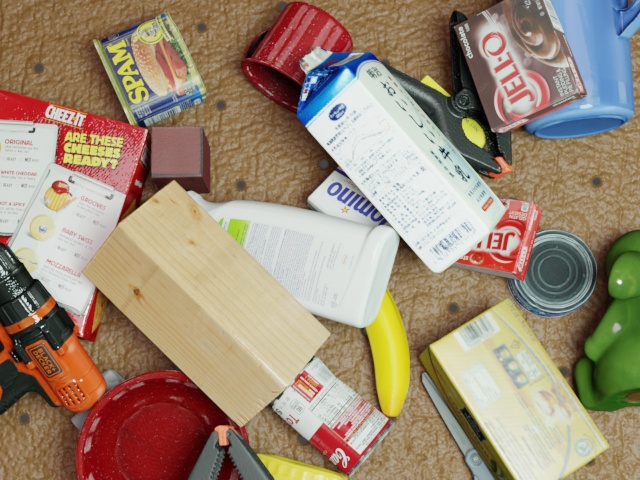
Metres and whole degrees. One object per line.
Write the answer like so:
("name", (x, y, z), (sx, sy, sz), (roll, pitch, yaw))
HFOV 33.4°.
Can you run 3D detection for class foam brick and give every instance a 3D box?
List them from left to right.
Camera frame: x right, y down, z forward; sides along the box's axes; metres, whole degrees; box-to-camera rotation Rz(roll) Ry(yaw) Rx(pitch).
("foam brick", (-0.138, -0.079, 1.063), (0.053, 0.078, 0.051), (-1, 80, -2))

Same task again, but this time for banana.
("banana", (0.044, 0.075, 1.056), (0.070, 0.037, 0.198), (-35, 79, 15))

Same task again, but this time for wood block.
("wood block", (-0.105, 0.059, 0.987), (0.206, 0.091, 0.090), (45, 41, -1))

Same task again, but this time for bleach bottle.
("bleach bottle", (-0.057, 0.001, 1.035), (0.251, 0.068, 0.102), (18, 97, 19))

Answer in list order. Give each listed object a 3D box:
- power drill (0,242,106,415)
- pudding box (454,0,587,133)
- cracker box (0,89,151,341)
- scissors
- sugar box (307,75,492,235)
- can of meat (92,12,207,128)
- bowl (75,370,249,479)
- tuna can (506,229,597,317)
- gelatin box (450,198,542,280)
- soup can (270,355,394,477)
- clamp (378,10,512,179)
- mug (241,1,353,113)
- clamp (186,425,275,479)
("power drill", (-0.317, 0.106, 0.995), (0.188, 0.057, 0.184), (-25, 107, 17))
("pudding box", (0.187, -0.168, 0.999), (0.090, 0.039, 0.113), (-24, 77, 29))
("cracker box", (-0.274, -0.024, 1.059), (0.164, 0.072, 0.213), (15, 80, 2))
("scissors", (0.142, 0.231, 1.034), (0.202, 0.016, 0.096), (43, 83, 8))
("sugar box", (0.079, -0.070, 1.073), (0.093, 0.048, 0.176), (42, 82, 5))
("can of meat", (-0.173, -0.173, 1.091), (0.084, 0.057, 0.102), (-24, 80, -5))
("bowl", (-0.150, 0.202, 1.015), (0.162, 0.055, 0.162), (0, 88, -10))
("tuna can", (0.229, 0.032, 1.058), (0.086, 0.034, 0.086), (0, 80, 1))
("gelatin box", (0.166, -0.005, 1.048), (0.089, 0.030, 0.073), (11, 79, 35))
("soup can", (0.011, 0.167, 1.021), (0.102, 0.068, 0.068), (40, 83, 8))
("clamp", (0.122, -0.131, 1.038), (0.120, 0.039, 0.171), (-24, 81, -9))
("mug", (-0.028, -0.188, 1.082), (0.117, 0.093, 0.081), (20, 73, 41))
("clamp", (-0.088, 0.276, 0.966), (0.164, 0.036, 0.210), (-13, 79, 5))
